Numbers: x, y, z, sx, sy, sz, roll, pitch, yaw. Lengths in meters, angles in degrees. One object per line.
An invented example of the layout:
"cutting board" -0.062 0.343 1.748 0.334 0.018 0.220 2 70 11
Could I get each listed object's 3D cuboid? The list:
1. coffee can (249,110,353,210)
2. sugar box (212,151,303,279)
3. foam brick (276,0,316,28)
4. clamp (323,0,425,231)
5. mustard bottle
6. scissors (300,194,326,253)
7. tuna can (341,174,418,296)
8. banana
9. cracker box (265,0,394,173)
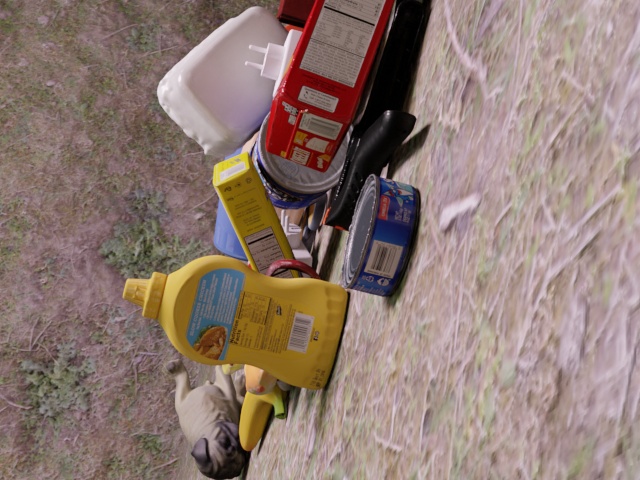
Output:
"coffee can" -0.023 -0.093 1.165 0.140 0.102 0.103 146 137 -79
"sugar box" -0.057 0.001 1.113 0.093 0.048 0.176 -105 -10 -73
"foam brick" -0.017 -0.270 1.211 0.078 0.053 0.051 -129 53 -80
"clamp" 0.043 -0.077 0.896 0.164 0.036 0.210 -81 9 -52
"mustard bottle" -0.078 0.065 0.941 0.058 0.191 0.096 -166 90 -83
"scissors" -0.003 -0.069 1.308 0.096 0.016 0.201 120 163 -59
"tuna can" 0.043 -0.003 0.776 0.086 0.033 0.086 -167 91 -83
"banana" -0.069 0.191 1.232 0.198 0.037 0.069 120 162 -65
"cracker box" 0.019 -0.187 0.969 0.164 0.072 0.213 120 170 -77
